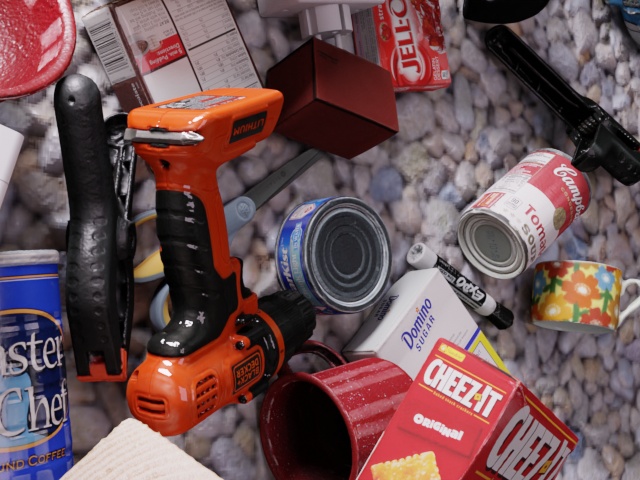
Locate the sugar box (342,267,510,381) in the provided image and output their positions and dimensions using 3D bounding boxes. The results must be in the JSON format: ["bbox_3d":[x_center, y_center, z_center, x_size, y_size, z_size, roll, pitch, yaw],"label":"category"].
[{"bbox_3d":[0.099,0.116,0.820,0.176,0.048,0.093,53,57,-18],"label":"sugar box"}]

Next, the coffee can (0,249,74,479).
[{"bbox_3d":[-0.183,0.079,0.556,0.102,0.103,0.140,-4,89,-39],"label":"coffee can"}]

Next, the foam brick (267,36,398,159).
[{"bbox_3d":[0.009,-0.099,0.755,0.078,0.051,0.053,18,57,-37],"label":"foam brick"}]

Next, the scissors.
[{"bbox_3d":[-0.055,0.001,0.722,0.201,0.016,0.096,-21,96,-38],"label":"scissors"}]

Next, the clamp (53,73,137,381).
[{"bbox_3d":[-0.126,-0.008,0.602,0.120,0.039,0.171,55,31,-75],"label":"clamp"}]

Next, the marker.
[{"bbox_3d":[0.115,0.039,0.856,0.121,0.020,0.020,35,65,-31],"label":"marker"}]

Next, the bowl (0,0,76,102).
[{"bbox_3d":[-0.212,-0.120,0.557,0.162,0.055,0.162,26,41,-25],"label":"bowl"}]

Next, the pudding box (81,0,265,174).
[{"bbox_3d":[-0.089,-0.111,0.693,0.089,0.039,0.113,-34,109,-38],"label":"pudding box"}]

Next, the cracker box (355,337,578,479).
[{"bbox_3d":[0.078,0.191,0.705,0.213,0.072,0.164,-58,147,-6],"label":"cracker box"}]

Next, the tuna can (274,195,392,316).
[{"bbox_3d":[0.011,0.011,0.765,0.085,0.034,0.086,4,83,-39],"label":"tuna can"}]

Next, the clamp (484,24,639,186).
[{"bbox_3d":[0.227,-0.105,0.926,0.209,0.036,0.165,14,40,-52],"label":"clamp"}]

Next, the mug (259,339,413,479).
[{"bbox_3d":[0.012,0.118,0.731,0.081,0.093,0.117,-11,56,-44],"label":"mug"}]

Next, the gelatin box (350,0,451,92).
[{"bbox_3d":[0.061,-0.159,0.824,0.073,0.030,0.089,-10,92,-39],"label":"gelatin box"}]

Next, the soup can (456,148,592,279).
[{"bbox_3d":[0.167,-0.022,0.873,0.102,0.069,0.068,-39,110,-34],"label":"soup can"}]

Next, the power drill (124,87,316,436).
[{"bbox_3d":[-0.054,0.005,0.646,0.184,0.057,0.188,-30,121,-62],"label":"power drill"}]
